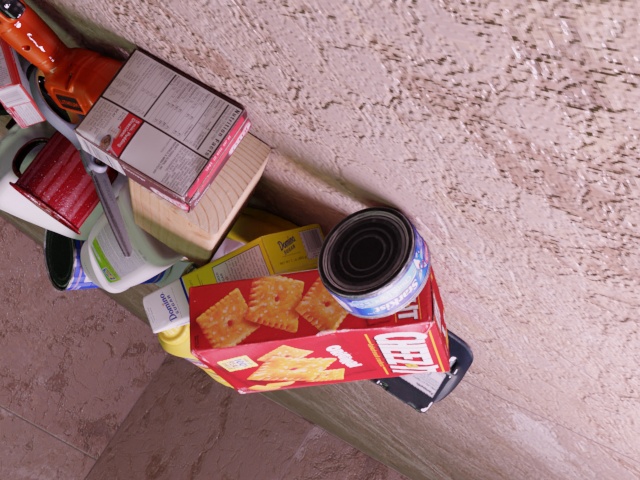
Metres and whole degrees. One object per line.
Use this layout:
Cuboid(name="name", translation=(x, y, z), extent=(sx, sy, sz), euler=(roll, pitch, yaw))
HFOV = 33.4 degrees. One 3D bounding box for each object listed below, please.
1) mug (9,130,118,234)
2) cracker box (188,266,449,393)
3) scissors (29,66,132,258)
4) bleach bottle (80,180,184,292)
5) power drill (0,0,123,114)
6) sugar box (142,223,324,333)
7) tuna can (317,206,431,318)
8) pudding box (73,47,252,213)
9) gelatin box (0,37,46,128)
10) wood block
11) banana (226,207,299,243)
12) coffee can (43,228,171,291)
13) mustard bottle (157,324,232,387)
Cuboid(name="mug", translation=(-0.281, -0.071, 1.150), extent=(0.117, 0.081, 0.093), euler=(31, 169, 24))
Cuboid(name="cracker box", translation=(0.005, 0.084, 0.977), extent=(0.214, 0.072, 0.164), euler=(-7, 158, 10))
Cuboid(name="scissors", translation=(-0.195, -0.079, 0.973), extent=(0.016, 0.096, 0.202), euler=(-40, 80, 37))
Cuboid(name="bleach bottle", translation=(-0.225, 0.001, 1.222), extent=(0.251, 0.068, 0.102), euler=(-23, 94, 58))
Cuboid(name="power drill", translation=(-0.237, -0.179, 0.861), extent=(0.187, 0.057, 0.185), euler=(45, 167, -35))
Cuboid(name="sugar box", translation=(-0.084, 0.037, 1.040), extent=(0.177, 0.048, 0.093), euler=(-23, 174, 36))
Cuboid(name="tuna can", translation=(0.041, 0.016, 0.841), extent=(0.086, 0.086, 0.033), euler=(23, 162, 40))
Cuboid(name="pudding box", translation=(-0.125, -0.088, 0.847), extent=(0.113, 0.090, 0.039), euler=(31, 166, 11))
Cuboid(name="gelatin box", translation=(-0.311, -0.164, 1.077), extent=(0.089, 0.030, 0.073), euler=(79, 171, -72))
Cuboid(name="wood block", translation=(-0.114, -0.047, 0.977), extent=(0.090, 0.090, 0.206), euler=(34, 168, -2))
Cuboid(name="banana", translation=(-0.066, -0.008, 1.133), extent=(0.198, 0.037, 0.069), euler=(18, 160, 51))
Cuboid(name="coffee can", translation=(-0.278, 0.011, 1.400), extent=(0.140, 0.103, 0.103), euler=(-4, -168, -35))
Cuboid(name="mustard bottle", translation=(-0.144, 0.128, 1.307), extent=(0.096, 0.058, 0.191), euler=(21, 167, 31))
